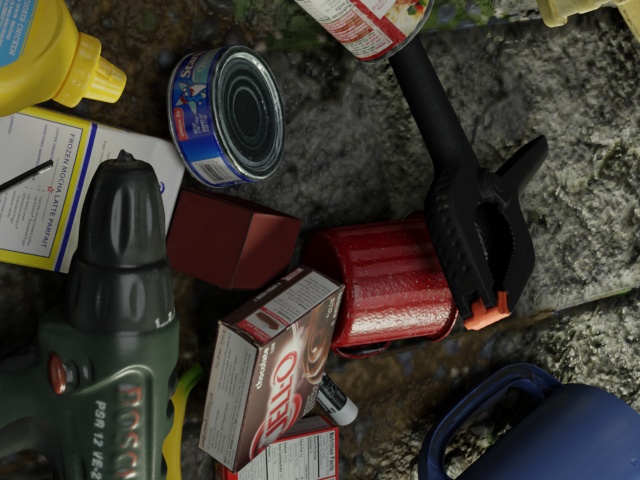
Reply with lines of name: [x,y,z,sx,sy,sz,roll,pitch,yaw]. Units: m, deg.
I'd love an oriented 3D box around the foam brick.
foam brick: [-0.054,0.001,0.674,0.078,0.053,0.051,8,101,-67]

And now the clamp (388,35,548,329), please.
clamp: [0.100,-0.038,0.723,0.164,0.036,0.210,35,43,-27]

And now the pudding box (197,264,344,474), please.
pudding box: [-0.032,0.082,0.686,0.089,0.039,0.114,-35,144,-47]

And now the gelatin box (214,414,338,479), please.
gelatin box: [-0.031,0.170,0.766,0.089,0.030,0.073,-8,107,-25]

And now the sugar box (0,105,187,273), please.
sugar box: [-0.172,-0.034,0.622,0.175,0.048,0.093,13,96,-35]

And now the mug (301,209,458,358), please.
mug: [0.035,0.038,0.742,0.081,0.093,0.117,-6,134,-24]

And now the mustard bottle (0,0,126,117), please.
mustard bottle: [-0.192,-0.116,0.556,0.191,0.058,0.096,21,54,-25]

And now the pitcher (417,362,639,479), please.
pitcher: [0.139,0.213,0.805,0.242,0.149,0.145,-30,125,-29]

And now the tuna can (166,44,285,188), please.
tuna can: [-0.056,-0.076,0.658,0.086,0.034,0.086,22,65,-58]

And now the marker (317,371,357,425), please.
marker: [-0.013,0.089,0.762,0.020,0.020,0.121,-46,120,-12]

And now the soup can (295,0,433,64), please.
soup can: [0.014,-0.170,0.679,0.102,0.069,0.068,37,83,-32]
